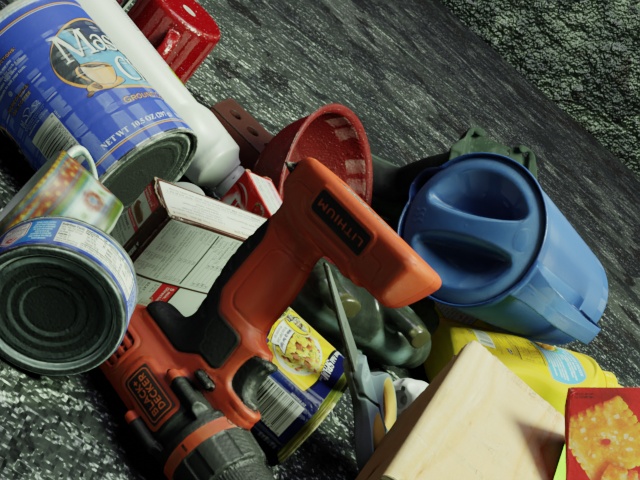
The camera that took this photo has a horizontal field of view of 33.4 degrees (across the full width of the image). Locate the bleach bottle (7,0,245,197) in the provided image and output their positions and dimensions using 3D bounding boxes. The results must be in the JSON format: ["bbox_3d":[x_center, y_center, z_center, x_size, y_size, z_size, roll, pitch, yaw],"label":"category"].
[{"bbox_3d":[-0.149,-0.131,0.887,0.251,0.068,0.102,48,1,-7],"label":"bleach bottle"}]

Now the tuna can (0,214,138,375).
[{"bbox_3d":[-0.145,0.031,0.584,0.086,0.086,0.033,37,24,-17],"label":"tuna can"}]

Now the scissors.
[{"bbox_3d":[0.029,0.082,0.715,0.096,0.016,0.202,-65,149,-60],"label":"scissors"}]

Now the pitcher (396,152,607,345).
[{"bbox_3d":[0.184,0.028,0.965,0.242,0.145,0.149,29,59,-55],"label":"pitcher"}]

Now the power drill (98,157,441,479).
[{"bbox_3d":[-0.025,0.061,0.595,0.185,0.188,0.057,48,6,27],"label":"power drill"}]

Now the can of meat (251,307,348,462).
[{"bbox_3d":[-0.029,0.089,0.723,0.084,0.057,0.102,42,21,2],"label":"can of meat"}]

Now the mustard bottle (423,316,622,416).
[{"bbox_3d":[0.192,0.123,0.963,0.191,0.058,0.096,14,17,-13],"label":"mustard bottle"}]

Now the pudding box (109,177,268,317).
[{"bbox_3d":[-0.089,0.014,0.710,0.113,0.090,0.039,19,32,-46],"label":"pudding box"}]

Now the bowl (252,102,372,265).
[{"bbox_3d":[-0.015,-0.039,0.918,0.055,0.162,0.161,10,5,29],"label":"bowl"}]

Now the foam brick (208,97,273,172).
[{"bbox_3d":[-0.077,-0.082,0.969,0.078,0.051,0.053,44,21,1],"label":"foam brick"}]

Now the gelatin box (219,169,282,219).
[{"bbox_3d":[-0.055,0.001,0.818,0.030,0.073,0.089,20,31,-44],"label":"gelatin box"}]

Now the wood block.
[{"bbox_3d":[0.074,0.149,0.634,0.090,0.091,0.205,41,24,6],"label":"wood block"}]

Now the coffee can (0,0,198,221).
[{"bbox_3d":[-0.169,-0.090,0.748,0.140,0.103,0.102,48,22,12],"label":"coffee can"}]

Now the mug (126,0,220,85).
[{"bbox_3d":[-0.148,-0.181,0.987,0.093,0.082,0.117,37,22,-16],"label":"mug"}]
